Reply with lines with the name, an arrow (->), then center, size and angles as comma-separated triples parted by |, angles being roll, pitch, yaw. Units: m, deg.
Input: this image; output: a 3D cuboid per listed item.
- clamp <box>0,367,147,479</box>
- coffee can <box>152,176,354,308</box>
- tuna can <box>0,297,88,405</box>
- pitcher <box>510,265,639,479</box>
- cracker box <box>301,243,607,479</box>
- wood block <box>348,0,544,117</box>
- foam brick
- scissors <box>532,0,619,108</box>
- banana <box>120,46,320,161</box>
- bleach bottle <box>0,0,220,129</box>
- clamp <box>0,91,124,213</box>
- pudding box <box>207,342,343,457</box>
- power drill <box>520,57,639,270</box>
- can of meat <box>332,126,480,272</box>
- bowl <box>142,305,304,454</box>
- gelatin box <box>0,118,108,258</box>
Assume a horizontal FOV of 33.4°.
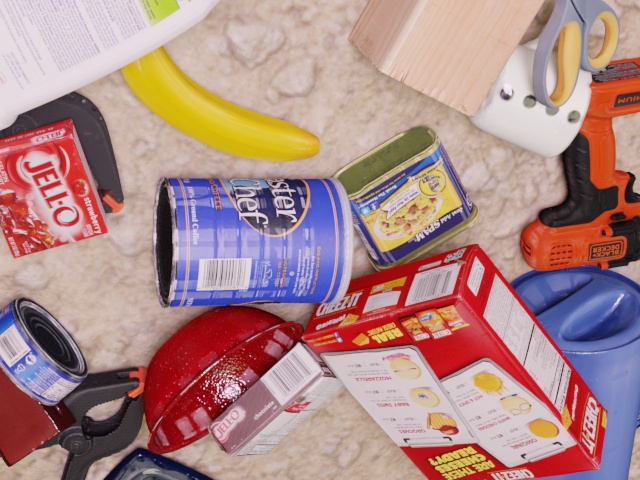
clamp -> -0.221, 0.164, 0.916 | 0.120, 0.039, 0.171 | 36, 101, -31
coffee can -> -0.056, 0.001, 0.843 | 0.140, 0.103, 0.103 | -1, 117, -17
tuna can -> -0.224, 0.087, 0.845 | 0.034, 0.086, 0.086 | -40, 121, 3
pitcher -> 0.248, 0.151, 1.005 | 0.144, 0.149, 0.243 | -44, 138, -43
cracker box -> 0.114, 0.112, 0.891 | 0.164, 0.072, 0.213 | -19, 122, 39
wood block -> 0.118, -0.210, 0.795 | 0.090, 0.090, 0.206 | 23, 108, -25
foam brick -> -0.245, 0.133, 0.864 | 0.051, 0.053, 0.078 | -36, 89, 3
scissors -> 0.194, -0.193, 0.773 | 0.096, 0.016, 0.202 | -20, 128, -35
banana -> -0.086, -0.106, 0.806 | 0.070, 0.037, 0.197 | -27, 133, 32
bleach bottle -> -0.121, -0.161, 0.690 | 0.251, 0.068, 0.102 | -19, 117, 7
clamp -> -0.233, -0.083, 0.782 | 0.164, 0.036, 0.209 | -38, 121, 4
pudding box -> -0.034, 0.141, 0.935 | 0.113, 0.039, 0.090 | -41, 162, 8
power drill -> 0.271, -0.063, 0.938 | 0.184, 0.057, 0.188 | -9, 119, -13
can of meat -> 0.069, -0.035, 0.890 | 0.102, 0.057, 0.084 | -31, 120, 1
bowl -> -0.092, 0.104, 0.887 | 0.162, 0.055, 0.162 | -36, 161, -15
gelatin box -> -0.203, -0.037, 0.778 | 0.073, 0.030, 0.089 | -16, 126, -5
